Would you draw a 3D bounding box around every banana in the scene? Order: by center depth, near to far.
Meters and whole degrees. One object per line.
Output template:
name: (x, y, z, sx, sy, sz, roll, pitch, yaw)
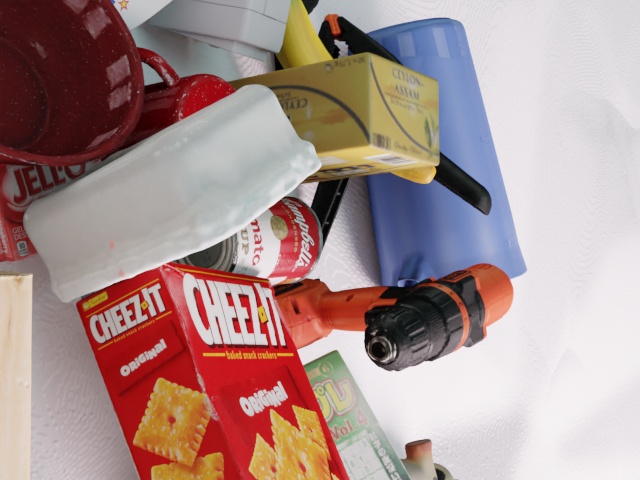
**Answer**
banana: (0.014, -0.118, 0.837, 0.037, 0.070, 0.197, -44, 108, -16)

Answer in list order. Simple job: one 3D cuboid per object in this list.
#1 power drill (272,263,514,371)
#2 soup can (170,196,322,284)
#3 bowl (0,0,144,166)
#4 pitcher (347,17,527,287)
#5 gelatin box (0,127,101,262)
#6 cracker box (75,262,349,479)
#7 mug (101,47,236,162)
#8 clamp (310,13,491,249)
power drill: (0.030, 0.060, 0.795, 0.184, 0.188, 0.057, -15, 99, -56)
soup can: (-0.055, 0.001, 0.787, 0.102, 0.069, 0.068, -3, 88, -54)
bowl: (-0.183, -0.101, 0.608, 0.161, 0.055, 0.162, 25, 48, -32)
pitcher: (0.105, -0.073, 0.975, 0.149, 0.145, 0.243, -173, -108, -82)
gelatin box: (-0.172, -0.031, 0.659, 0.089, 0.030, 0.073, -21, 102, -54)
cracker box: (-0.049, 0.125, 0.670, 0.214, 0.072, 0.164, 67, 17, 14)
mug: (-0.103, -0.077, 0.718, 0.093, 0.082, 0.117, -50, 124, -45)
clamp: (0.029, -0.086, 0.893, 0.036, 0.164, 0.210, 33, 34, -75)
